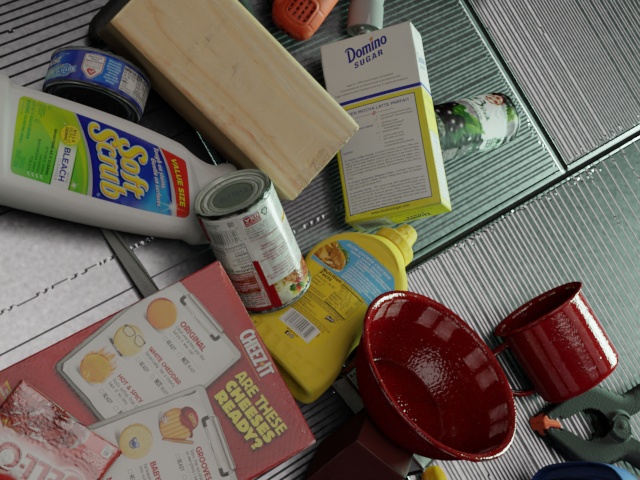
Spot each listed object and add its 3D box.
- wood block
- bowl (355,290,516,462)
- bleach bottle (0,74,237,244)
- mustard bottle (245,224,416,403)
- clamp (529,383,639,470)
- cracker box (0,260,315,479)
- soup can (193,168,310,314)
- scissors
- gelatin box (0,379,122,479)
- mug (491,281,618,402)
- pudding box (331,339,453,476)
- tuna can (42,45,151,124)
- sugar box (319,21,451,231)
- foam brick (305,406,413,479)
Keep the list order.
[{"bbox_3d":[-0.078,-0.137,0.906,0.206,0.091,0.090,44,81,-16],"label":"wood block"},{"bbox_3d":[0.084,0.121,0.878,0.162,0.055,0.162,28,37,-24],"label":"bowl"},{"bbox_3d":[-0.161,-0.058,0.892,0.250,0.068,0.102,12,74,-24],"label":"bleach bottle"},{"bbox_3d":[0.019,0.048,0.935,0.096,0.058,0.191,39,61,17],"label":"mustard bottle"},{"bbox_3d":[0.284,0.187,1.014,0.171,0.039,0.120,-4,71,-17],"label":"clamp"},{"bbox_3d":[-0.138,0.138,0.826,0.213,0.072,0.164,-27,86,-19],"label":"cracker box"},{"bbox_3d":[-0.056,0.001,0.878,0.068,0.069,0.102,-40,127,-27],"label":"soup can"},{"bbox_3d":[-0.141,0.074,0.889,0.202,0.016,0.096,41,68,0],"label":"scissors"},{"bbox_3d":[-0.197,0.153,0.751,0.089,0.030,0.073,37,74,-4],"label":"gelatin box"},{"bbox_3d":[0.211,0.102,0.990,0.117,0.093,0.081,-32,93,4],"label":"mug"},{"bbox_3d":[0.077,0.137,0.946,0.090,0.039,0.113,-40,89,-26],"label":"pudding box"},{"bbox_3d":[-0.187,-0.126,0.891,0.086,0.086,0.033,18,70,-16],"label":"tuna can"},{"bbox_3d":[0.059,-0.104,0.984,0.093,0.048,0.176,-12,73,18],"label":"sugar box"},{"bbox_3d":[0.034,0.181,0.884,0.053,0.078,0.051,40,37,-7],"label":"foam brick"}]
